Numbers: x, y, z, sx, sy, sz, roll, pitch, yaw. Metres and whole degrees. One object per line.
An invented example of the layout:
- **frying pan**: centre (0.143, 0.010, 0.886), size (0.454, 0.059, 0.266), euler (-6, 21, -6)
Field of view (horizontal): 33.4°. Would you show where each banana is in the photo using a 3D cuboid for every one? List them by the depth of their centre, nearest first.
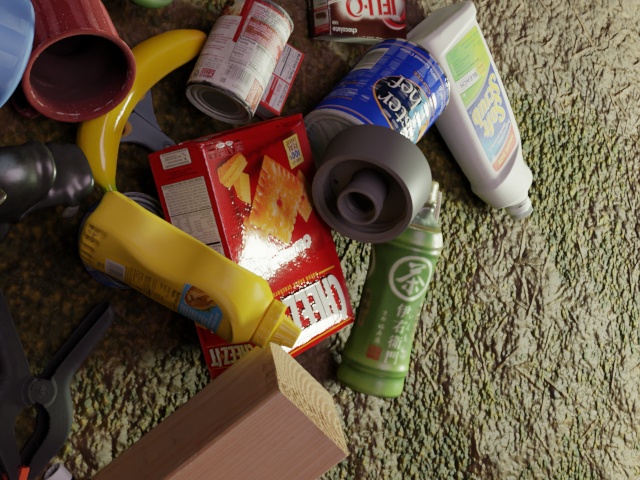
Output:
- **banana**: centre (-0.166, -0.124, 0.946), size (0.069, 0.037, 0.197), euler (42, 62, -36)

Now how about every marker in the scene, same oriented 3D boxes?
- **marker**: centre (-0.194, 0.240, 0.928), size (0.121, 0.020, 0.020), euler (52, 59, -22)

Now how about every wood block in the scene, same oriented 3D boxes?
- **wood block**: centre (-0.089, 0.190, 0.899), size (0.206, 0.090, 0.090), euler (-39, 115, 10)

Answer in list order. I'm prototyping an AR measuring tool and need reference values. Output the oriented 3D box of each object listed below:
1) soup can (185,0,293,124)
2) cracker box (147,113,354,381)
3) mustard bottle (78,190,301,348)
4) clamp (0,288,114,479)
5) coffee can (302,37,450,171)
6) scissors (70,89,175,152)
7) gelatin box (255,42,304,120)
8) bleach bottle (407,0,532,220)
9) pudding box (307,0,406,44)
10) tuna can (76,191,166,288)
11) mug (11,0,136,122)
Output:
- **soup can**: centre (-0.074, -0.167, 0.980), size (0.068, 0.069, 0.102), euler (33, 68, -30)
- **cracker box**: centre (-0.056, 0.001, 0.990), size (0.163, 0.072, 0.214), euler (-24, 101, -55)
- **mustard bottle**: centre (-0.102, 0.034, 0.873), size (0.191, 0.096, 0.058), euler (30, 64, 1)
- **clamp**: centre (-0.232, 0.119, 0.897), size (0.120, 0.039, 0.171), euler (3, 91, -32)
- **coffee can**: centre (0.055, -0.125, 1.080), size (0.102, 0.103, 0.140), euler (55, 51, -20)
- **scissors**: centre (-0.146, -0.107, 0.992), size (0.201, 0.016, 0.096), euler (23, 73, -34)
- **gelatin box**: centre (-0.067, -0.171, 1.046), size (0.089, 0.030, 0.073), euler (30, 70, -28)
- **bleach bottle**: centre (0.181, -0.137, 1.213), size (0.102, 0.068, 0.250), euler (-44, 114, -30)
- **pudding box**: centre (0.039, -0.255, 1.127), size (0.113, 0.039, 0.090), euler (-5, 90, -37)
- **tuna can**: centre (-0.173, 0.001, 0.953), size (0.085, 0.034, 0.086), euler (3, 85, -37)
- **mug**: centre (-0.217, -0.151, 0.891), size (0.093, 0.117, 0.081), euler (26, 28, -45)
